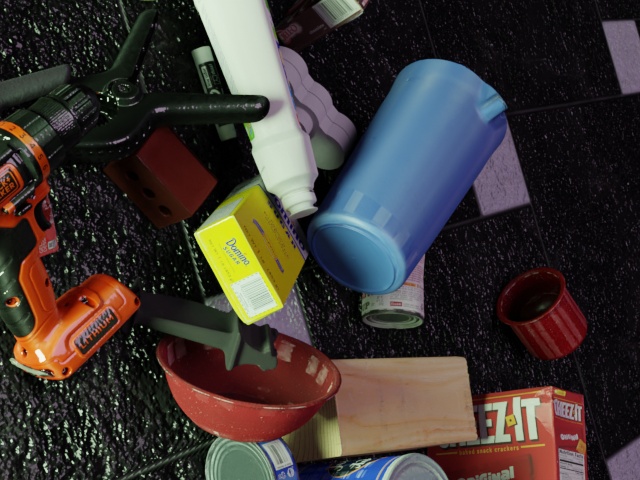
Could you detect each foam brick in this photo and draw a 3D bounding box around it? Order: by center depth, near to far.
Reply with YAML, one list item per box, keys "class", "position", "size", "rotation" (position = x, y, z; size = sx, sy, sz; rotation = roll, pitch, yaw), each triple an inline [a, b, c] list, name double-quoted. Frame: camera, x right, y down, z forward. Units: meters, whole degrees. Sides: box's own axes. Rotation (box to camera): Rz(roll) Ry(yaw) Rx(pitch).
- class: "foam brick"
  position: [-0.142, -0.058, 0.950]
  size: [0.078, 0.053, 0.051]
  rotation: [48, 48, -24]

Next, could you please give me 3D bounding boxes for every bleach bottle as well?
- class: "bleach bottle"
  position: [-0.055, -0.139, 1.004]
  size: [0.068, 0.102, 0.251]
  rotation: [-18, 79, -3]

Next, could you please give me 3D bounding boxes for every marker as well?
- class: "marker"
  position: [-0.099, -0.129, 1.043]
  size: [0.020, 0.020, 0.121]
  rotation: [-19, 92, -48]

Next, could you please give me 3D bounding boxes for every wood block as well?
- class: "wood block"
  position: [0.054, 0.166, 1.058]
  size: [0.205, 0.091, 0.090]
  rotation: [5, 73, -45]

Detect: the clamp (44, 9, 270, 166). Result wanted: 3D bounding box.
- class: "clamp"
  position: [-0.158, -0.114, 0.911]
  size: [0.165, 0.036, 0.209]
  rotation: [34, 52, 19]

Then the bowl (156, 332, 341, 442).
- class: "bowl"
  position: [-0.066, 0.129, 0.925]
  size: [0.161, 0.162, 0.055]
  rotation: [-7, 116, -47]

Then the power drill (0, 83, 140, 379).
- class: "power drill"
  position: [-0.208, -0.003, 0.807]
  size: [0.184, 0.057, 0.187]
  rotation: [-46, 131, -31]

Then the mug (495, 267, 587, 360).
- class: "mug"
  position: [0.275, 0.088, 1.330]
  size: [0.081, 0.093, 0.117]
  rotation: [51, 10, -30]

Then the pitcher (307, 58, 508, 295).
- class: "pitcher"
  position: [0.079, -0.061, 1.087]
  size: [0.145, 0.149, 0.242]
  rotation: [25, 54, 13]

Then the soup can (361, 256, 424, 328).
- class: "soup can"
  position: [0.079, 0.038, 1.142]
  size: [0.068, 0.069, 0.102]
  rotation: [21, 64, -41]

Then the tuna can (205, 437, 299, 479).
- class: "tuna can"
  position: [-0.059, 0.206, 0.929]
  size: [0.033, 0.086, 0.086]
  rotation: [-8, 84, -49]

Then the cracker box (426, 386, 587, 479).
- class: "cracker box"
  position: [0.192, 0.269, 1.118]
  size: [0.072, 0.164, 0.213]
  rotation: [21, 63, -44]

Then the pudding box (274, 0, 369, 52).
- class: "pudding box"
  position: [0.012, -0.256, 1.131]
  size: [0.039, 0.114, 0.090]
  rotation: [47, 48, -22]

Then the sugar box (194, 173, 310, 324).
- class: "sugar box"
  position: [-0.056, 0.001, 0.972]
  size: [0.093, 0.048, 0.176]
  rotation: [63, 16, -12]

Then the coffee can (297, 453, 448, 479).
- class: "coffee can"
  position: [0.038, 0.252, 0.977]
  size: [0.102, 0.141, 0.103]
  rotation: [17, 66, -43]

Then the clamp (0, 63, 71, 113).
- class: "clamp"
  position: [-0.271, -0.111, 0.838]
  size: [0.120, 0.039, 0.171]
  rotation: [28, 63, -22]
